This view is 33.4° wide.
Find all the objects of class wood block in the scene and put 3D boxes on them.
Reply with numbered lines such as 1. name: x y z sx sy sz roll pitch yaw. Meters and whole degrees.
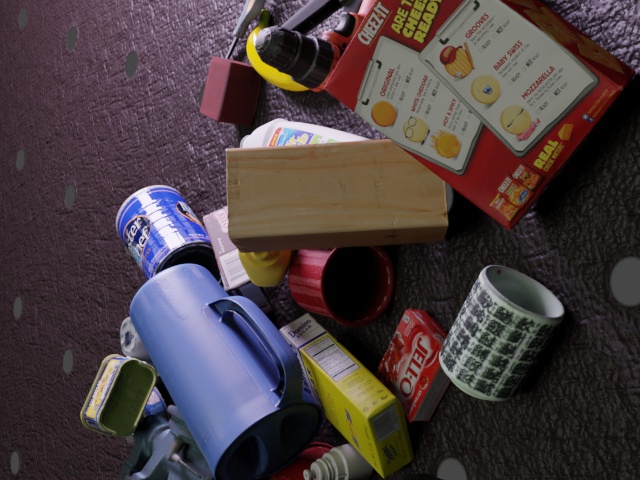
1. wood block: 0.017 -0.043 1.042 0.091 0.206 0.090 71 -164 -79

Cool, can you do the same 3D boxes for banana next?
1. banana: -0.044 -0.219 1.291 0.198 0.037 0.070 45 121 46

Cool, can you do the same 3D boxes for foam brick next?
1. foam brick: -0.114 -0.191 1.369 0.051 0.052 0.078 26 105 51

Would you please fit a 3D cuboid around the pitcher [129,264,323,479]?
1. pitcher: -0.109 0.134 1.177 0.149 0.145 0.243 -37 59 -2

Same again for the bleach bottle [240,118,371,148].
1. bleach bottle: -0.022 -0.083 1.217 0.251 0.068 0.102 20 84 54

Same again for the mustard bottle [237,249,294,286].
1. mustard bottle: -0.058 0.001 1.182 0.191 0.058 0.096 -81 -7 -85

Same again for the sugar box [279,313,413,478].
1. sugar box: 0.024 0.159 1.113 0.176 0.048 0.093 36 149 48

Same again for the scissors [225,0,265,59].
1. scissors: -0.099 -0.270 1.367 0.096 0.016 0.202 -97 30 -61

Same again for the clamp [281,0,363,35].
1. clamp: 0.021 -0.272 1.191 0.165 0.036 0.210 24 100 35

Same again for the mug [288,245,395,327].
1. mug: 0.013 0.031 1.129 0.082 0.093 0.117 7 130 58

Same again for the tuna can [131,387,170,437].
1. tuna can: -0.246 0.237 1.479 0.086 0.033 0.086 28 129 41

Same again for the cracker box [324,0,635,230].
1. cracker box: 0.135 -0.140 0.931 0.214 0.072 0.164 38 122 8

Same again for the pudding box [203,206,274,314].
1. pudding box: -0.099 0.028 1.292 0.039 0.090 0.113 -22 58 3

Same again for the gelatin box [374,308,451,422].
1. gelatin box: 0.097 0.124 1.065 0.073 0.030 0.089 49 123 44

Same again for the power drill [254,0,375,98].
1. power drill: 0.030 -0.238 1.091 0.057 0.184 0.187 19 91 52

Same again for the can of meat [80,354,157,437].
1. can of meat: -0.254 0.197 1.351 0.084 0.057 0.102 -11 55 65

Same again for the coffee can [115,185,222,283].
1. coffee can: -0.199 0.006 1.415 0.140 0.102 0.103 49 124 44
